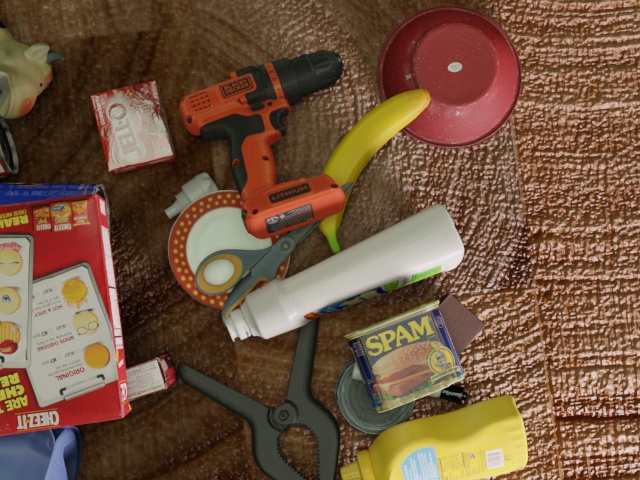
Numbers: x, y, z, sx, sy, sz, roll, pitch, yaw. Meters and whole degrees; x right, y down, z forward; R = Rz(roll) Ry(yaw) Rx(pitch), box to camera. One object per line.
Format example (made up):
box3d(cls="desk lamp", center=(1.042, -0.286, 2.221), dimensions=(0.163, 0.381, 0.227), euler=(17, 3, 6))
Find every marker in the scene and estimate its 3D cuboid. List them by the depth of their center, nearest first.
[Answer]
box3d(cls="marker", center=(0.093, 0.148, 1.109), dimensions=(0.121, 0.020, 0.020), euler=(13, 85, 0))

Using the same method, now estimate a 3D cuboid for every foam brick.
box3d(cls="foam brick", center=(0.128, 0.101, 1.132), dimensions=(0.051, 0.053, 0.078), euler=(42, 87, 3))

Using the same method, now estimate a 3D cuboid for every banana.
box3d(cls="banana", center=(0.044, -0.084, 1.141), dimensions=(0.070, 0.037, 0.198), euler=(32, 98, 21))

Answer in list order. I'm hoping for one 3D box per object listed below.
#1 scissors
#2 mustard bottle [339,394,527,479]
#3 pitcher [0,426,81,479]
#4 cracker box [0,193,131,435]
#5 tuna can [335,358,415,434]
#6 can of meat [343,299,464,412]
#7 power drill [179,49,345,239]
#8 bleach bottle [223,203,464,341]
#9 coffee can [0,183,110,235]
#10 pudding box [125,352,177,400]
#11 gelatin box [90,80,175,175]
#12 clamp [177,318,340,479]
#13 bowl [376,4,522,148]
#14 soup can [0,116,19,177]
box3d(cls="scissors", center=(-0.057, 0.001, 1.127), dimensions=(0.096, 0.016, 0.202), euler=(31, 97, -5))
box3d(cls="mustard bottle", center=(0.115, 0.221, 1.105), dimensions=(0.191, 0.096, 0.058), euler=(-15, 45, -1))
box3d(cls="pitcher", center=(-0.376, 0.243, 1.086), dimensions=(0.243, 0.145, 0.149), euler=(10, 64, 4))
box3d(cls="cracker box", center=(-0.276, 0.072, 1.019), dimensions=(0.164, 0.072, 0.214), euler=(-8, 87, -2))
box3d(cls="tuna can", center=(0.058, 0.163, 1.135), dimensions=(0.086, 0.034, 0.086), euler=(0, 85, 0))
box3d(cls="can of meat", center=(0.085, 0.117, 1.074), dimensions=(0.102, 0.057, 0.084), euler=(-21, 86, -3))
box3d(cls="power drill", center=(-0.040, -0.105, 1.120), dimensions=(0.184, 0.057, 0.188), euler=(-21, 62, -2))
box3d(cls="bleach bottle", center=(0.020, 0.042, 1.106), dimensions=(0.250, 0.102, 0.068), euler=(-23, 81, -5))
box3d(cls="coffee can", center=(-0.298, -0.010, 1.113), dimensions=(0.140, 0.103, 0.103), euler=(1, 85, -1))
box3d(cls="pudding box", center=(-0.209, 0.150, 1.107), dimensions=(0.113, 0.090, 0.039), euler=(-20, 87, -2))
box3d(cls="gelatin box", center=(-0.203, -0.122, 1.159), dimensions=(0.073, 0.030, 0.089), euler=(-14, 85, -1))
box3d(cls="clamp", center=(-0.032, 0.176, 1.122), dimensions=(0.164, 0.036, 0.210), euler=(-33, 75, -3))
box3d(cls="bowl", center=(0.143, -0.184, 1.155), dimensions=(0.162, 0.055, 0.162), euler=(0, 86, 0))
box3d(cls="soup can", center=(-0.382, -0.090, 1.137), dimensions=(0.102, 0.068, 0.068), euler=(-16, 85, -1))
